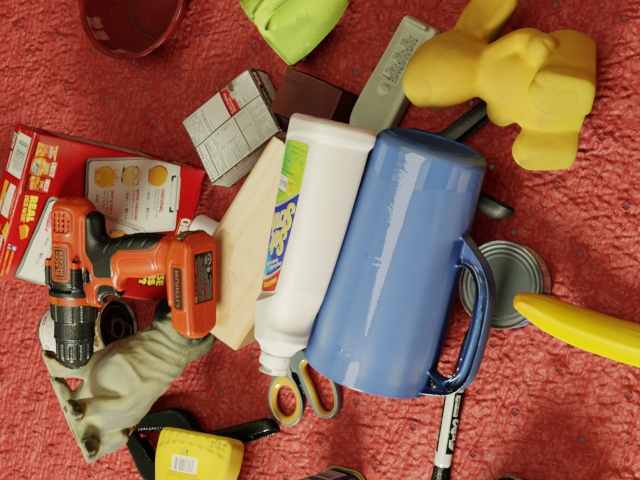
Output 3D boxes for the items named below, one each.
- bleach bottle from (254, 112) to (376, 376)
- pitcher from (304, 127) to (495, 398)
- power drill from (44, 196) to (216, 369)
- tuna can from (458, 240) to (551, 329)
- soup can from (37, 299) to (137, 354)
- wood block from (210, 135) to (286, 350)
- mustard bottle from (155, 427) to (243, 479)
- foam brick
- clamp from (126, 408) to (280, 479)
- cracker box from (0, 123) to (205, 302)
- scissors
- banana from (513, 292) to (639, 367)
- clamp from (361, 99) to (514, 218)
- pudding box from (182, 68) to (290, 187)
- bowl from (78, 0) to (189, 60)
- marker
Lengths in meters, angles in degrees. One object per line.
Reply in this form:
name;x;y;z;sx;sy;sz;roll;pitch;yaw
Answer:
bleach bottle;-0.016;0.009;1.020;0.103;0.068;0.251;-150;71;-67
pitcher;0.085;0.024;1.023;0.145;0.149;0.243;-121;44;-69
power drill;-0.199;0.052;1.093;0.188;0.057;0.184;5;102;24
tuna can;0.180;0.043;1.039;0.086;0.033;0.086;-1;87;30
soup can;-0.281;0.109;1.289;0.102;0.068;0.068;-7;84;31
wood block;-0.058;0.001;1.126;0.090;0.090;0.206;34;100;9
mustard bottle;-0.143;0.301;1.137;0.096;0.058;0.191;5;78;27
foam brick;-0.004;-0.146;1.144;0.078;0.051;0.053;29;101;28
clamp;-0.151;0.259;1.212;0.210;0.036;0.164;11;80;35
cracker box;-0.253;-0.028;1.191;0.072;0.213;0.164;26;102;51
scissors;-0.047;0.118;1.180;0.096;0.016;0.202;-42;68;22
banana;0.274;0.085;0.964;0.198;0.069;0.037;13;63;29
clamp;0.118;-0.068;1.079;0.172;0.039;0.120;-15;78;29
pudding box;-0.092;-0.127;1.204;0.114;0.039;0.090;-35;72;26
bowl;-0.210;-0.290;1.269;0.162;0.055;0.162;-1;87;30
marker;0.127;0.195;1.072;0.020;0.020;0.121;11;94;30
